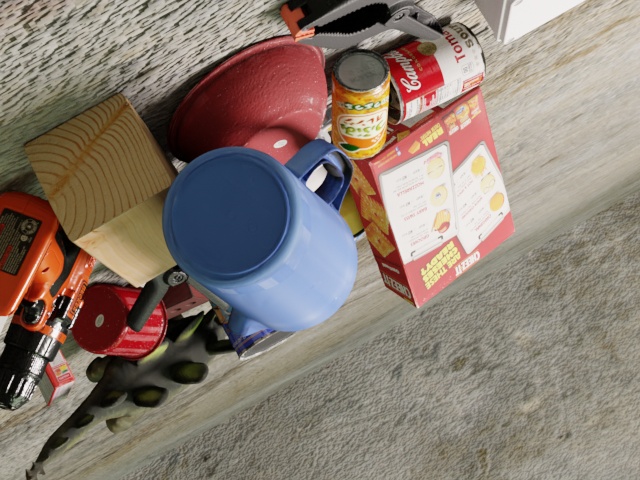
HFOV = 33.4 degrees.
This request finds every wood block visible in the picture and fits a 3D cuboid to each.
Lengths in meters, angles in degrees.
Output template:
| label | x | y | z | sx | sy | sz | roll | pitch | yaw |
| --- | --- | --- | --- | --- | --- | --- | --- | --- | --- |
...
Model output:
| label | x | y | z | sx | sy | sz | roll | pitch | yaw |
| --- | --- | --- | --- | --- | --- | --- | --- | --- | --- |
| wood block | -0.164 | -0.035 | 0.911 | 0.091 | 0.090 | 0.206 | -29 | 167 | -2 |

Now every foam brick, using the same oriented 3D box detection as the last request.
| label | x | y | z | sx | sy | sz | roll | pitch | yaw |
| --- | --- | --- | --- | --- | --- | --- | --- | --- | --- |
| foam brick | -0.187 | 0.064 | 1.321 | 0.078 | 0.051 | 0.053 | -24 | 167 | 16 |

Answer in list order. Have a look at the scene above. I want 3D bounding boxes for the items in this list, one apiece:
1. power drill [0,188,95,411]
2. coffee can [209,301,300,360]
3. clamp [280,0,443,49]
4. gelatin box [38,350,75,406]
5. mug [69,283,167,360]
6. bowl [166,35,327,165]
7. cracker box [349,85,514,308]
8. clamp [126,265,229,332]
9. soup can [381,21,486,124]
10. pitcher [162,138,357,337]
| label | x | y | z | sx | sy | sz | roll | pitch | yaw |
| --- | --- | --- | --- | --- | --- | --- | --- | --- | --- |
| power drill | -0.257 | 0.049 | 0.930 | 0.188 | 0.057 | 0.184 | 97 | 12 | -73 |
| coffee can | -0.092 | 0.067 | 1.366 | 0.102 | 0.140 | 0.103 | -28 | 168 | -7 |
| clamp | 0.058 | -0.196 | 0.890 | 0.209 | 0.036 | 0.165 | -22 | 165 | -23 |
| gelatin box | -0.338 | 0.159 | 1.331 | 0.030 | 0.073 | 0.089 | -23 | 166 | -27 |
| mug | -0.252 | 0.095 | 1.265 | 0.117 | 0.093 | 0.081 | -3 | 172 | 22 |
| bowl | -0.051 | -0.102 | 0.929 | 0.162 | 0.055 | 0.162 | -31 | 161 | -12 |
| cracker box | 0.124 | -0.056 | 1.216 | 0.164 | 0.072 | 0.213 | -36 | 129 | -19 |
| clamp | -0.150 | 0.032 | 1.172 | 0.120 | 0.039 | 0.172 | -12 | 139 | -24 |
| soup can | 0.103 | -0.165 | 1.048 | 0.102 | 0.068 | 0.068 | -27 | 167 | -16 |
| pitcher | -0.043 | -0.008 | 0.894 | 0.145 | 0.149 | 0.242 | -10 | 169 | 7 |
